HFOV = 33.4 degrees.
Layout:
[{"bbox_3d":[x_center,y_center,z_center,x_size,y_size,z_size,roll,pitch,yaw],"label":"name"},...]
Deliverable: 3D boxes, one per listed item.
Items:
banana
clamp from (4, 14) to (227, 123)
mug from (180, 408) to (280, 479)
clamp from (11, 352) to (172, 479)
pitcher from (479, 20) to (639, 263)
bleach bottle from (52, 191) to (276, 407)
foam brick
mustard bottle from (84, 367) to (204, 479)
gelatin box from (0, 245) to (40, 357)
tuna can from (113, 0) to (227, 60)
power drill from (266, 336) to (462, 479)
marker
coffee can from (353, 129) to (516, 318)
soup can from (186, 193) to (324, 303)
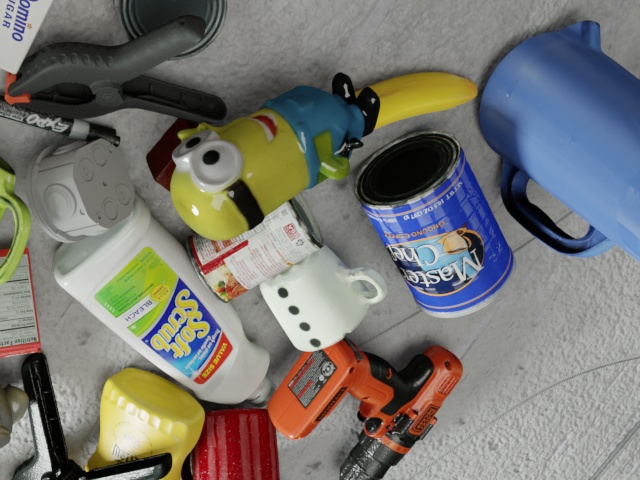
[{"bbox_3d":[0.045,-0.107,0.938,0.198,0.037,0.069,-28,152,0],"label":"banana"},{"bbox_3d":[-0.156,-0.121,0.835,0.171,0.039,0.120,-6,146,11],"label":"clamp"},{"bbox_3d":[-0.090,0.207,1.021,0.117,0.081,0.093,-16,162,38],"label":"mug"},{"bbox_3d":[-0.225,0.223,0.977,0.165,0.036,0.210,30,118,15],"label":"clamp"},{"bbox_3d":[0.245,-0.064,0.906,0.145,0.243,0.149,-30,130,-4],"label":"pitcher"},{"bbox_3d":[-0.119,0.070,0.958,0.102,0.068,0.250,-41,125,4],"label":"bleach bottle"},{"bbox_3d":[-0.100,-0.060,0.900,0.078,0.051,0.053,36,102,-31],"label":"foam brick"},{"bbox_3d":[-0.175,0.221,1.005,0.096,0.058,0.192,25,114,16],"label":"mustard bottle"},{"bbox_3d":[-0.273,0.054,0.883,0.073,0.030,0.089,-8,76,-15],"label":"gelatin box"},{"bbox_3d":[-0.118,-0.187,0.835,0.086,0.034,0.086,-8,119,-15],"label":"tuna can"},{"bbox_3d":[0.036,0.168,1.044,0.187,0.057,0.184,23,105,-48],"label":"power drill"},{"bbox_3d":[-0.219,-0.097,0.856,0.121,0.020,0.020,16,111,-26],"label":"marker"},{"bbox_3d":[0.105,-0.014,0.966,0.103,0.103,0.140,-32,123,-1],"label":"coffee can"},{"bbox_3d":[-0.056,0.001,0.928,0.102,0.068,0.068,-30,123,10],"label":"soup can"}]
